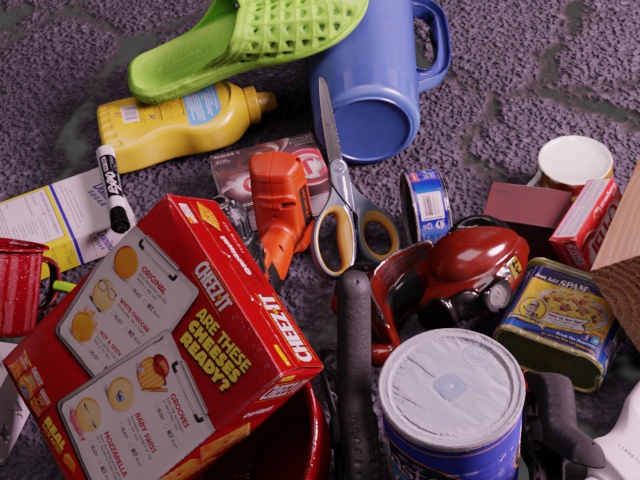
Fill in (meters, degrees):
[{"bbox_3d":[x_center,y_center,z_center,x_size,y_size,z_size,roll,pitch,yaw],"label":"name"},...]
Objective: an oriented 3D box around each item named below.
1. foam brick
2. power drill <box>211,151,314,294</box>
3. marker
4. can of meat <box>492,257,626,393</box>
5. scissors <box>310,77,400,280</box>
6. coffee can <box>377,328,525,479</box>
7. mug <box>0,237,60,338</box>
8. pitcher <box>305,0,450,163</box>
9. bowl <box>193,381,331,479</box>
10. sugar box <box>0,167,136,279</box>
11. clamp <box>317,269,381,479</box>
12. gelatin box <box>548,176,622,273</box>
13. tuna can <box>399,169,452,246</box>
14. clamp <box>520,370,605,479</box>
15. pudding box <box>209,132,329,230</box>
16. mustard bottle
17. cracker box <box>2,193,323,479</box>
[{"bbox_3d":[0.193,-0.016,1.001,0.078,0.051,0.053,10,48,16],"label":"foam brick"},{"bbox_3d":[-0.056,0.001,0.944,0.057,0.184,0.187,3,38,13],"label":"power drill"},{"bbox_3d":[-0.205,-0.050,1.056,0.020,0.020,0.121,-15,47,-7],"label":"marker"},{"bbox_3d":[0.208,0.073,0.911,0.102,0.057,0.083,20,54,24],"label":"can of meat"},{"bbox_3d":[0.034,-0.057,1.026,0.096,0.016,0.201,10,72,-13],"label":"scissors"},{"bbox_3d":[0.098,0.149,0.796,0.103,0.140,0.103,-4,46,4],"label":"coffee can"},{"bbox_3d":[-0.289,0.042,0.978,0.093,0.081,0.117,10,6,37],"label":"mug"},{"bbox_3d":[0.053,-0.201,1.154,0.149,0.145,0.243,-23,46,22],"label":"pitcher"},{"bbox_3d":[-0.043,0.171,0.824,0.162,0.055,0.162,-26,51,36],"label":"bowl"},{"bbox_3d":[-0.278,-0.007,1.067,0.176,0.048,0.093,-19,47,-15],"label":"sugar box"},{"bbox_3d":[0.024,0.147,0.840,0.036,0.165,0.210,-2,69,-7],"label":"clamp"},{"bbox_3d":[0.250,-0.001,0.962,0.030,0.073,0.089,-4,37,46],"label":"gelatin box"},{"bbox_3d":[0.099,-0.023,0.999,0.033,0.086,0.086,-9,46,-3],"label":"tuna can"},{"bbox_3d":[0.173,0.165,0.813,0.039,0.120,0.171,17,21,-3],"label":"clamp"},{"bbox_3d":[-0.048,-0.058,1.085,0.113,0.039,0.090,-16,47,-7],"label":"pudding box"},{"bbox_3d":[-0.141,-0.131,1.155,0.191,0.058,0.096,-14,40,-5],"label":"mustard bottle"},{"bbox_3d":[-0.125,0.095,0.814,0.214,0.072,0.164,-42,70,22],"label":"cracker box"}]
